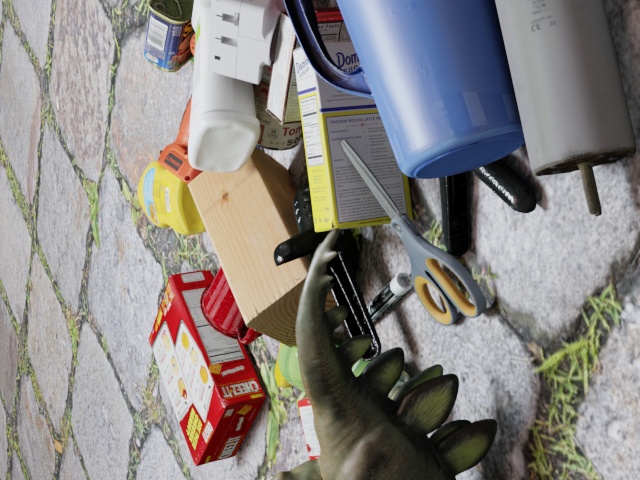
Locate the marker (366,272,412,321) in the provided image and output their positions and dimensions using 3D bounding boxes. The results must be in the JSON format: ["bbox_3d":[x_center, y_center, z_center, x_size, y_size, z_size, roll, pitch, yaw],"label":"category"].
[{"bbox_3d":[0.060,0.067,1.091,0.121,0.020,0.020,-51,54,54],"label":"marker"}]

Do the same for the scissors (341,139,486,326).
[{"bbox_3d":[0.077,0.002,0.988,0.202,0.016,0.096,48,152,21],"label":"scissors"}]

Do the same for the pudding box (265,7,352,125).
[{"bbox_3d":[-0.001,-0.175,1.065,0.039,0.089,0.113,47,137,45],"label":"pudding box"}]

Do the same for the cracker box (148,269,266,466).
[{"bbox_3d":[-0.159,0.172,1.460,0.214,0.072,0.164,63,146,29],"label":"cracker box"}]

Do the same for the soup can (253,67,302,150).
[{"bbox_3d":[-0.045,-0.158,1.171,0.069,0.068,0.102,53,141,41],"label":"soup can"}]

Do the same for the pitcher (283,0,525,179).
[{"bbox_3d":[0.072,-0.174,0.851,0.149,0.144,0.243,-36,68,63],"label":"pitcher"}]

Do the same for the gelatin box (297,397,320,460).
[{"bbox_3d":[0.011,0.219,1.208,0.073,0.030,0.089,-24,77,59],"label":"gelatin box"}]

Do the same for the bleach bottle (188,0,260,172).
[{"bbox_3d":[-0.109,-0.203,1.162,0.103,0.068,0.251,122,148,-57],"label":"bleach bottle"}]

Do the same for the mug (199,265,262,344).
[{"bbox_3d":[-0.088,0.069,1.280,0.082,0.093,0.117,120,153,-42],"label":"mug"}]

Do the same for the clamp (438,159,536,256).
[{"bbox_3d":[0.125,-0.078,0.917,0.120,0.039,0.171,-22,84,54],"label":"clamp"}]

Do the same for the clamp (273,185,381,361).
[{"bbox_3d":[0.011,0.015,1.081,0.164,0.036,0.210,53,-160,-26],"label":"clamp"}]

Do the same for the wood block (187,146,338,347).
[{"bbox_3d":[-0.058,0.001,1.167,0.091,0.090,0.206,-38,53,15],"label":"wood block"}]

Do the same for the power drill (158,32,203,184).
[{"bbox_3d":[-0.123,-0.158,1.277,0.185,0.057,0.188,33,105,56],"label":"power drill"}]

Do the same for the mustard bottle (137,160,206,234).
[{"bbox_3d":[-0.214,-0.065,1.510,0.192,0.058,0.096,13,109,59],"label":"mustard bottle"}]

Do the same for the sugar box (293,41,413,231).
[{"bbox_3d":[0.031,-0.100,1.023,0.048,0.093,0.176,-8,89,60],"label":"sugar box"}]

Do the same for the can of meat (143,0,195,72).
[{"bbox_3d":[-0.178,-0.273,1.349,0.057,0.102,0.084,30,136,10],"label":"can of meat"}]
